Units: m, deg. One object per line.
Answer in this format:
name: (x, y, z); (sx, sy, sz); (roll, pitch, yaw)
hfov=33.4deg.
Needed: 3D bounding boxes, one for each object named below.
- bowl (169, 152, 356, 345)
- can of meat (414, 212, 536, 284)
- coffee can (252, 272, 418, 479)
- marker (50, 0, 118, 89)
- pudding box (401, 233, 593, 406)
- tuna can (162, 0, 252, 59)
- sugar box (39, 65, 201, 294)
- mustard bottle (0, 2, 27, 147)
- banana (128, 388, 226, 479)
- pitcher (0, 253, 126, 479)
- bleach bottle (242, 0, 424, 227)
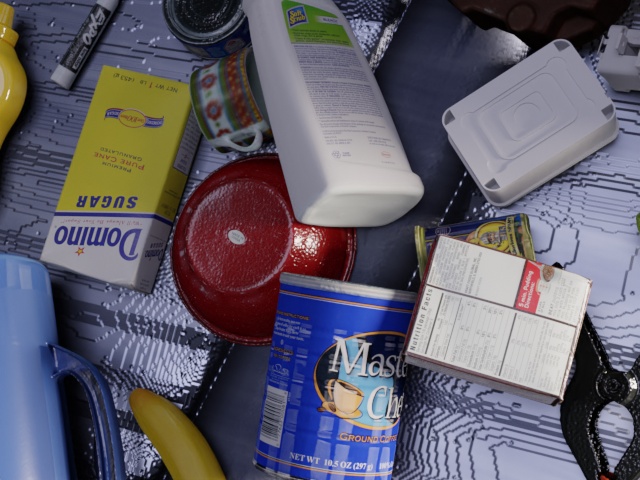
bowl: (-0.056, 0.001, 0.850); (0.162, 0.055, 0.162); (-4, 78, 16)
can of meat: (0.119, 0.034, 0.790); (0.084, 0.057, 0.102); (-9, 77, 12)
coffee can: (0.011, 0.100, 0.775); (0.103, 0.102, 0.140); (8, 89, 18)
marker: (-0.202, -0.191, 0.952); (0.020, 0.020, 0.121); (29, 88, 20)
pudding box: (0.120, 0.054, 0.731); (0.113, 0.039, 0.090); (16, 78, 9)
tuna can: (-0.091, -0.201, 0.912); (0.086, 0.033, 0.086); (-3, 78, 16)
sugar box: (-0.164, -0.051, 0.897); (0.093, 0.048, 0.176); (14, 82, 19)
mustard bottle: (-0.314, -0.122, 0.950); (0.096, 0.058, 0.191); (17, 84, 20)
banana: (-0.101, 0.204, 0.831); (0.070, 0.037, 0.198); (-18, 74, 11)
pitcher: (-0.252, 0.136, 0.847); (0.145, 0.149, 0.243); (-32, 61, 53)
bleach bottle: (-0.001, -0.135, 0.849); (0.068, 0.102, 0.251); (-42, 56, 48)
